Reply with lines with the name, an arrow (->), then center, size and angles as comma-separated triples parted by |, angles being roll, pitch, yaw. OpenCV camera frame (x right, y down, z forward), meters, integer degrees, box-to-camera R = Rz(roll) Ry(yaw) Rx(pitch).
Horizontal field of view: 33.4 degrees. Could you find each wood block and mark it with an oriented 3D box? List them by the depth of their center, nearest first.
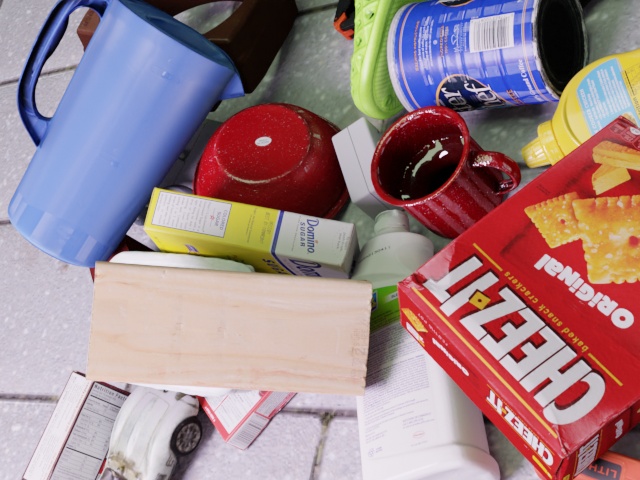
wood block -> -0.072, 0.068, 0.828 | 0.091, 0.206, 0.090 | 163, 112, -81

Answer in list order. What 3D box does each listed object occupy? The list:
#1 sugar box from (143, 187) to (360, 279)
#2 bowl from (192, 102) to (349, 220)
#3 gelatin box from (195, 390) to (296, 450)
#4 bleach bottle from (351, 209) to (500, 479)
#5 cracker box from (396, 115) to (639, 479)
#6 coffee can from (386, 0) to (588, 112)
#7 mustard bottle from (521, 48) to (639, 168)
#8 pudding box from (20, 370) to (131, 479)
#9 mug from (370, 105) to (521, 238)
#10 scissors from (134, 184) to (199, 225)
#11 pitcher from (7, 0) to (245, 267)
sugar box -> -0.056, 0.001, 0.929 | 0.176, 0.093, 0.048 | 13, 76, 10
bowl -> -0.049, -0.076, 1.007 | 0.162, 0.055, 0.162 | -5, 57, 8
gelatin box -> -0.064, 0.131, 0.958 | 0.089, 0.030, 0.073 | -49, 45, 4
bleach bottle -> 0.075, 0.081, 0.856 | 0.103, 0.068, 0.251 | -24, 51, 27
cracker box -> 0.184, 0.033, 0.721 | 0.213, 0.072, 0.164 | -36, 60, -13
coffee can -> 0.143, -0.163, 0.914 | 0.141, 0.102, 0.102 | -2, 64, 37
mustard bottle -> 0.246, -0.103, 0.828 | 0.192, 0.058, 0.096 | -25, 67, 25
pudding box -> -0.215, 0.189, 1.001 | 0.039, 0.090, 0.113 | 11, 73, 41
mug -> 0.112, -0.054, 0.890 | 0.117, 0.081, 0.093 | -6, 62, 36
scissors -> -0.176, -0.009, 1.116 | 0.016, 0.096, 0.202 | -28, 9, -38
pitcher -> -0.200, -0.104, 0.997 | 0.149, 0.144, 0.243 | 40, 104, 26
